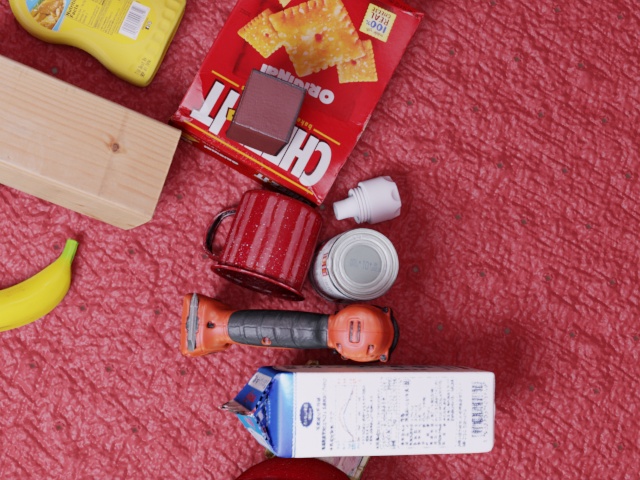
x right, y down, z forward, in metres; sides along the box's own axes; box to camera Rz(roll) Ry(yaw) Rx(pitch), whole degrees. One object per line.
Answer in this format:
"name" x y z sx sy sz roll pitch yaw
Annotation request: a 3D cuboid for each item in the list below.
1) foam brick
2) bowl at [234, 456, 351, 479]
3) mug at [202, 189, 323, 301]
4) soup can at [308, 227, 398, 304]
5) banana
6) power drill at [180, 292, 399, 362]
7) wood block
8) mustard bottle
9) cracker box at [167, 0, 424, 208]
"foam brick" -0.049 -0.111 0.938 0.051 0.078 0.053 20 82 -8
"bowl" -0.018 0.243 0.970 0.162 0.162 0.055 24 46 -8
"mug" -0.057 0.001 1.002 0.117 0.093 0.081 12 76 27
"soup can" 0.029 0.025 1.000 0.068 0.102 0.068 1 86 -10
"banana" -0.313 0.053 0.974 0.197 0.037 0.069 -12 69 -12
"power drill" -0.022 0.081 0.972 0.188 0.184 0.057 0 82 10
"wood block" -0.242 -0.089 0.941 0.205 0.090 0.091 22 76 -22
"mustard bottle" -0.229 -0.225 0.995 0.191 0.058 0.096 25 83 -8
"cracker box" -0.024 -0.161 1.020 0.164 0.072 0.213 29 82 -6
